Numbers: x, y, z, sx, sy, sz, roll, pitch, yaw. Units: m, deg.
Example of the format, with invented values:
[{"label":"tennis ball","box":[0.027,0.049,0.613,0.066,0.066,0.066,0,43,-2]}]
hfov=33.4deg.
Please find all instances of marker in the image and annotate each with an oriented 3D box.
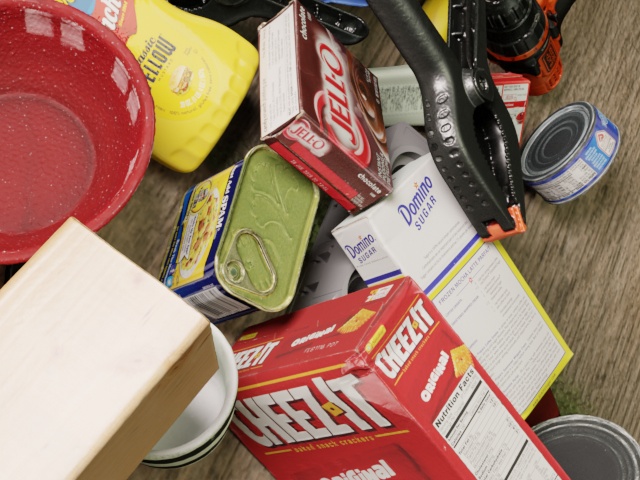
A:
[{"label":"marker","box":[-0.175,-0.026,0.629,0.020,0.020,0.121,9,72,-36]}]

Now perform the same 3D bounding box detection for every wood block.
[{"label":"wood block","box":[-0.150,0.103,0.512,0.090,0.091,0.206,35,71,13]}]

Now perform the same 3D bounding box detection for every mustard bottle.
[{"label":"mustard bottle","box":[-0.137,-0.129,0.657,0.191,0.058,0.096,33,86,-25]}]

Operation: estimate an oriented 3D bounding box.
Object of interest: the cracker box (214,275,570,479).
[{"label":"cracker box","box":[0.048,0.137,0.658,0.213,0.164,0.072,51,51,-15]}]

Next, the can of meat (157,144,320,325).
[{"label":"can of meat","box":[-0.054,0.001,0.671,0.057,0.084,0.102,29,61,-28]}]

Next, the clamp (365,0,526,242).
[{"label":"clamp","box":[0.096,-0.105,0.717,0.164,0.036,0.210,-27,97,-54]}]

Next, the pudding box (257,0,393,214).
[{"label":"pudding box","box":[0.002,-0.085,0.678,0.090,0.039,0.113,38,32,-38]}]

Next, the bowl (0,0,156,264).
[{"label":"bowl","box":[-0.172,-0.054,0.592,0.162,0.055,0.162,2,69,-6]}]

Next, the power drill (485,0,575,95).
[{"label":"power drill","box":[0.187,-0.225,0.859,0.187,0.057,0.184,-62,156,-2]}]

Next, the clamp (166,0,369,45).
[{"label":"clamp","box":[-0.049,-0.166,0.698,0.039,0.172,0.120,-80,156,-51]}]

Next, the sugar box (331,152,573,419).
[{"label":"sugar box","box":[0.091,0.037,0.717,0.093,0.048,0.176,-41,99,-39]}]

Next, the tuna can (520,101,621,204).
[{"label":"tuna can","box":[0.206,-0.074,0.892,0.033,0.086,0.086,37,57,-21]}]
